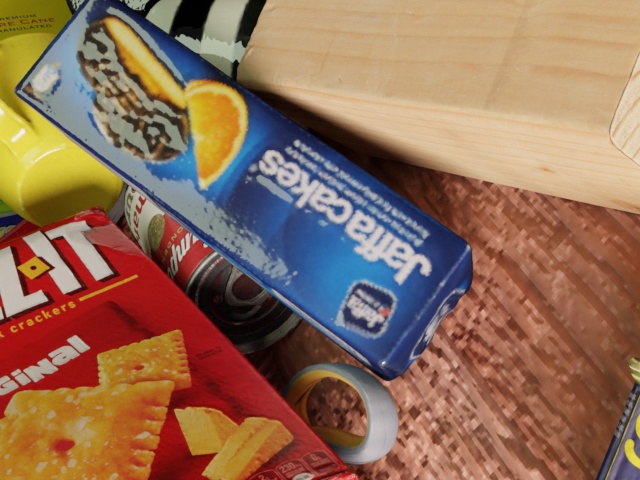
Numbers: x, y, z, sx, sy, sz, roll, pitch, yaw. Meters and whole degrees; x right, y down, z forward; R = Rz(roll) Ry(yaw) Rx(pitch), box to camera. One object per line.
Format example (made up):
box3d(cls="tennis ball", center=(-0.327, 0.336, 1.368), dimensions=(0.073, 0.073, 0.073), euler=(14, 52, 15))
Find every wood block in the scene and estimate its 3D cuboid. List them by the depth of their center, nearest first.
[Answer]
box3d(cls="wood block", center=(0.069, -0.076, 0.420), dimensions=(0.206, 0.090, 0.091), euler=(19, 85, 51))

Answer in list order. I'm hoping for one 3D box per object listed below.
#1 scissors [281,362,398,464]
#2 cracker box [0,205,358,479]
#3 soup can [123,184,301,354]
box3d(cls="scissors", center=(-0.024, 0.103, 0.493), dimensions=(0.202, 0.016, 0.096), euler=(-24, 72, 56))
box3d(cls="cracker box", center=(-0.110, 0.084, 0.431), dimensions=(0.214, 0.164, 0.072), euler=(40, 143, 41))
box3d(cls="soup can", center=(-0.054, 0.001, 0.539), dimensions=(0.068, 0.068, 0.102), euler=(-55, 40, 14))
